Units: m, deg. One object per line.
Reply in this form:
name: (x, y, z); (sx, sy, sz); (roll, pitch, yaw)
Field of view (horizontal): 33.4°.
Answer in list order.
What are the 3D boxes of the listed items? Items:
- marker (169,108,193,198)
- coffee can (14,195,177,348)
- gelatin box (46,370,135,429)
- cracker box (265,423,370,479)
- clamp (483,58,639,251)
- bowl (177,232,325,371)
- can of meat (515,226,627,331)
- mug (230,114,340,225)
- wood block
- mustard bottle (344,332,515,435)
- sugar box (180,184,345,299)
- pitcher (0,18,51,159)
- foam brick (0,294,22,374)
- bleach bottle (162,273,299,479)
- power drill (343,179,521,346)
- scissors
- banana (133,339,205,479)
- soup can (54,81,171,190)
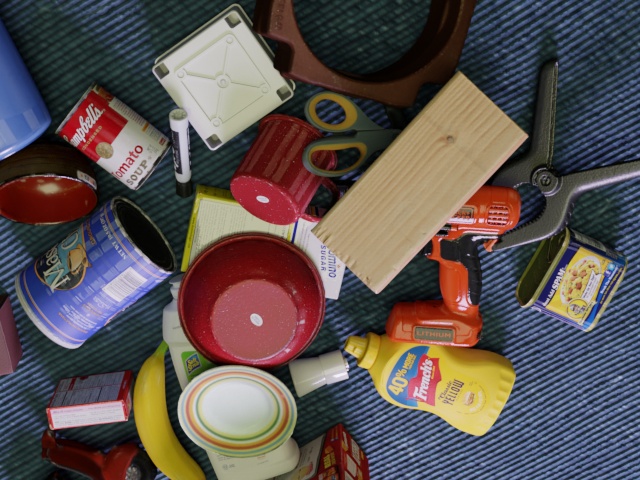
marker: (-0.145, -0.088, 1.120); (0.020, 0.020, 0.121); (2, 140, -2)
coffee can: (-0.240, 0.034, 1.145); (0.140, 0.103, 0.102); (-37, 106, 11)
gelatin box: (-0.259, 0.181, 1.210); (0.089, 0.073, 0.030); (-8, 110, 1)
cracker box: (-0.044, 0.322, 1.217); (0.214, 0.164, 0.072); (-35, 104, 10)
clamp: (0.254, -0.064, 1.135); (0.165, 0.036, 0.210); (37, 110, 16)
bowl: (-0.072, 0.076, 1.134); (0.162, 0.055, 0.162); (-2, 106, -6)
can of meat: (0.279, 0.041, 1.184); (0.084, 0.057, 0.102); (23, 107, -11)
mug: (-0.032, -0.063, 1.106); (0.117, 0.093, 0.081); (37, 61, -15)
wood block: (0.098, -0.056, 1.037); (0.091, 0.090, 0.206); (44, 102, 4)
mustard bottle: (0.118, 0.149, 1.216); (0.191, 0.058, 0.096); (22, 112, -8)
sugar box: (-0.058, 0.002, 1.169); (0.176, 0.048, 0.093); (11, 108, -9)
pitcher: (-0.381, -0.192, 1.055); (0.144, 0.149, 0.243); (-41, 115, -32)
foam brick: (-0.371, 0.107, 1.194); (0.053, 0.051, 0.078); (-7, 109, 0)
bleach bottle: (-0.108, 0.153, 1.211); (0.102, 0.068, 0.251); (-17, 106, 3)
power drill: (0.113, 0.021, 1.142); (0.184, 0.057, 0.188); (5, 119, 5)
scissors: (0.064, -0.122, 1.101); (0.201, 0.016, 0.096); (-20, 90, -26)
banana: (-0.178, 0.214, 1.231); (0.069, 0.037, 0.198); (-21, 114, -29)
soup can: (-0.215, -0.108, 1.115); (0.102, 0.068, 0.068); (38, 104, -14)
